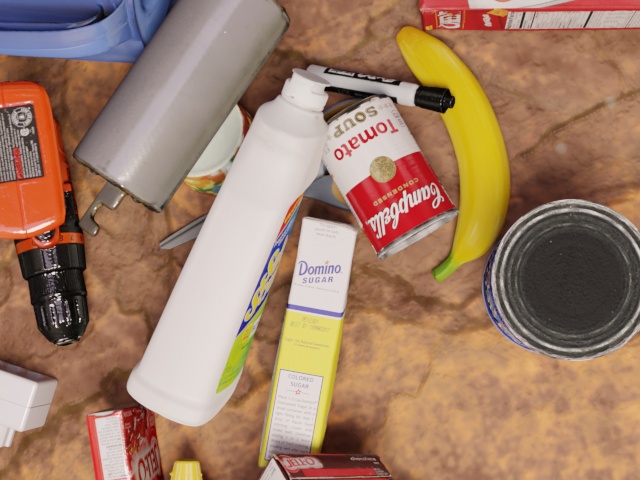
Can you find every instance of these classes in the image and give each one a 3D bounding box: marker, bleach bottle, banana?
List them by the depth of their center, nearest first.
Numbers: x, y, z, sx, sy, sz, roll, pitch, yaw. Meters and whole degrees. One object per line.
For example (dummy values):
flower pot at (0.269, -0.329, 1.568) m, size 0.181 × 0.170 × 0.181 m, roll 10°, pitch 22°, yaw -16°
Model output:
bleach bottle at (-0.055, 0.001, 0.750) m, size 0.068 × 0.102 × 0.251 m, roll 26°, pitch 108°, yaw 8°
marker at (0.044, -0.114, 0.804) m, size 0.121 × 0.020 × 0.020 m, roll 15°, pitch 87°, yaw 26°
banana at (0.104, -0.071, 0.804) m, size 0.069 × 0.037 × 0.198 m, roll -8°, pitch 85°, yaw 5°

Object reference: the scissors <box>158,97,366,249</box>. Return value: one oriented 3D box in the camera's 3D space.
scissors at (-0.021, -0.027, 0.825) m, size 0.202 × 0.016 × 0.096 m, roll -41°, pitch 83°, yaw 2°

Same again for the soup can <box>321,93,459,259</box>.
soup can at (0.046, -0.047, 0.776) m, size 0.068 × 0.068 × 0.102 m, roll -30°, pitch 83°, yaw 3°

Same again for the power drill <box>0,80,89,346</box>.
power drill at (-0.204, -0.022, 0.761) m, size 0.057 × 0.188 × 0.184 m, roll -12°, pitch 81°, yaw -11°

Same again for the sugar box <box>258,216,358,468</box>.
sugar box at (-0.007, 0.072, 0.772) m, size 0.048 × 0.093 × 0.176 m, roll 12°, pitch 91°, yaw 0°

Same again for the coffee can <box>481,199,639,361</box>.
coffee can at (0.166, 0.030, 0.737) m, size 0.103 × 0.140 × 0.103 m, roll 0°, pitch 86°, yaw 6°

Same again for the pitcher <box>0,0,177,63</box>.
pitcher at (-0.231, -0.194, 0.801) m, size 0.243 × 0.149 × 0.145 m, roll 2°, pitch 86°, yaw 10°

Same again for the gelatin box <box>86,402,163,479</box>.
gelatin box at (-0.142, 0.159, 0.788) m, size 0.030 × 0.089 × 0.073 m, roll -10°, pitch 85°, yaw 5°

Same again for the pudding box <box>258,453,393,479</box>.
pudding box at (-0.012, 0.195, 0.724) m, size 0.039 × 0.089 × 0.114 m, roll 52°, pitch 124°, yaw 46°
